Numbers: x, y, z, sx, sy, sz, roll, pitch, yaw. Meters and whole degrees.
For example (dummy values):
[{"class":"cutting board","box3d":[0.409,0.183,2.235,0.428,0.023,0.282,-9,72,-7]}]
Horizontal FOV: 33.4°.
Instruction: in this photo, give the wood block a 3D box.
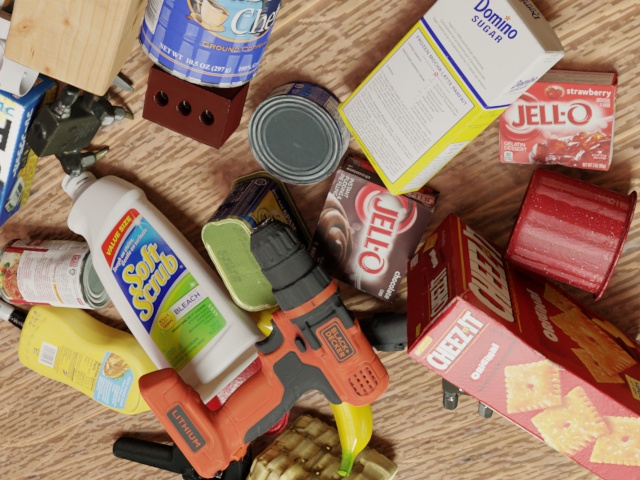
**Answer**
[{"class":"wood block","box3d":[-0.178,-0.234,0.855,0.090,0.090,0.206,22,127,-5]}]

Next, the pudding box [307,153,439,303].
[{"class":"pudding box","box3d":[0.044,-0.010,0.950,0.090,0.039,0.114,24,128,5]}]

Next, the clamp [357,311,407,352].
[{"class":"clamp","box3d":[0.062,0.082,0.967,0.172,0.120,0.039,-11,73,28]}]

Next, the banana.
[{"class":"banana","box3d":[-0.002,0.130,1.042,0.037,0.069,0.198,-30,94,48]}]

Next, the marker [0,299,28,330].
[{"class":"marker","box3d":[-0.369,0.067,1.179,0.121,0.020,0.020,29,127,2]}]

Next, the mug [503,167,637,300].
[{"class":"mug","box3d":[0.198,-0.006,0.866,0.081,0.093,0.117,19,167,8]}]

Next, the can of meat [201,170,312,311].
[{"class":"can of meat","box3d":[-0.056,0.001,0.970,0.058,0.083,0.102,-14,115,28]}]

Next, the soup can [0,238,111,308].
[{"class":"soup can","box3d":[-0.268,0.034,1.087,0.102,0.068,0.068,2,122,20]}]

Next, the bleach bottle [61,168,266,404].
[{"class":"bleach bottle","box3d":[-0.165,0.032,1.003,0.102,0.068,0.251,-42,74,-2]}]

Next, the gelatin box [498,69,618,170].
[{"class":"gelatin box","box3d":[0.186,-0.096,0.842,0.089,0.030,0.073,7,123,18]}]

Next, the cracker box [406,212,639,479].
[{"class":"cracker box","box3d":[0.174,0.085,0.865,0.213,0.164,0.072,34,112,-10]}]

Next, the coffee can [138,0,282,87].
[{"class":"coffee can","box3d":[-0.076,-0.206,0.831,0.103,0.102,0.140,27,127,3]}]

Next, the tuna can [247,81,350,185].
[{"class":"tuna can","box3d":[-0.018,-0.093,0.924,0.086,0.033,0.086,10,125,15]}]

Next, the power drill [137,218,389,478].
[{"class":"power drill","box3d":[-0.058,0.098,0.909,0.187,0.057,0.184,-33,99,-1]}]

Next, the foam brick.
[{"class":"foam brick","box3d":[-0.108,-0.125,0.929,0.078,0.051,0.053,23,126,7]}]

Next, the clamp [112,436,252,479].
[{"class":"clamp","box3d":[-0.127,0.259,1.175,0.164,0.036,0.210,45,141,-14]}]

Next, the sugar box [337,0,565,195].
[{"class":"sugar box","box3d":[0.098,-0.124,0.833,0.176,0.048,0.093,-42,73,34]}]

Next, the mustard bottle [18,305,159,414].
[{"class":"mustard bottle","box3d":[-0.225,0.134,1.140,0.191,0.058,0.096,26,126,4]}]
